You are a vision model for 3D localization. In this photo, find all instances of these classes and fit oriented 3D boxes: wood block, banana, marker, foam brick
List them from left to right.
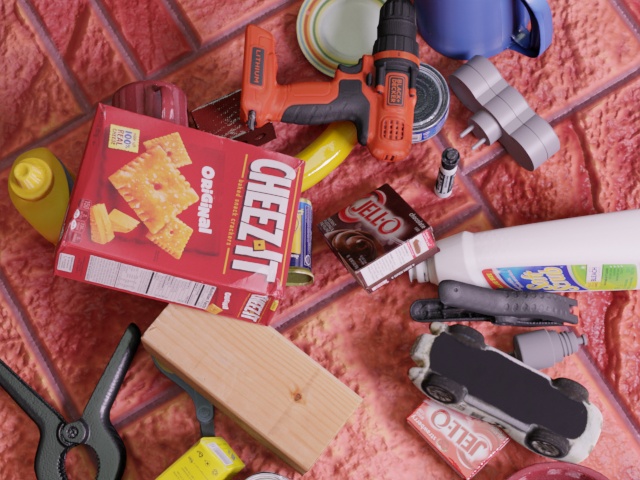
[{"bbox_3d":[-0.095,-0.126,1.161,0.078,0.053,0.051,-24,76,-2],"label":"foam brick"},{"bbox_3d":[-0.069,0.134,1.065,0.206,0.090,0.090,38,76,6],"label":"wood block"},{"bbox_3d":[-0.023,-0.089,1.156,0.197,0.037,0.070,-27,77,-4],"label":"banana"},{"bbox_3d":[0.130,-0.069,1.100,0.020,0.121,0.020,-1,76,3],"label":"marker"}]

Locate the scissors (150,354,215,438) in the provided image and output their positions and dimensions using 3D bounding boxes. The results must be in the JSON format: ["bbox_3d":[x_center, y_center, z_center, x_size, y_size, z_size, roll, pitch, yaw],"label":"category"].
[{"bbox_3d":[-0.138,0.170,1.109,0.096,0.016,0.202,6,76,3],"label":"scissors"}]

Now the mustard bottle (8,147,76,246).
[{"bbox_3d":[-0.270,-0.041,1.079,0.058,0.191,0.096,-18,76,-2],"label":"mustard bottle"}]

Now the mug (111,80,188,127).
[{"bbox_3d":[-0.178,-0.123,1.137,0.093,0.117,0.081,3,70,-21],"label":"mug"}]

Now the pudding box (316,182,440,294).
[{"bbox_3d":[0.058,-0.004,1.100,0.090,0.039,0.114,-32,37,-4],"label":"pudding box"}]

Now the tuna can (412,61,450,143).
[{"bbox_3d":[0.099,-0.152,1.167,0.086,0.034,0.086,-1,76,3],"label":"tuna can"}]

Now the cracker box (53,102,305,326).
[{"bbox_3d":[-0.132,-0.026,1.027,0.213,0.072,0.164,14,59,-10],"label":"cracker box"}]

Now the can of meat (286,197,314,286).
[{"bbox_3d":[-0.057,0.001,1.126,0.102,0.057,0.084,0,74,2],"label":"can of meat"}]

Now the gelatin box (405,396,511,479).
[{"bbox_3d":[0.143,0.188,1.082,0.073,0.030,0.089,-43,78,-7],"label":"gelatin box"}]

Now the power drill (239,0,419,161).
[{"bbox_3d":[0.011,-0.179,1.121,0.187,0.057,0.184,5,74,-3],"label":"power drill"}]

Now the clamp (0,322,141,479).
[{"bbox_3d":[-0.243,0.191,1.100,0.164,0.036,0.210,-19,78,-1],"label":"clamp"}]

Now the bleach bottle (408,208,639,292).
[{"bbox_3d":[0.217,0.020,1.095,0.251,0.102,0.068,-6,63,10],"label":"bleach bottle"}]

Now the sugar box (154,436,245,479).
[{"bbox_3d":[-0.159,0.265,1.040,0.176,0.093,0.048,-44,77,-1],"label":"sugar box"}]

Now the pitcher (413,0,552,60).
[{"bbox_3d":[0.161,-0.280,1.087,0.149,0.242,0.145,-2,79,9],"label":"pitcher"}]

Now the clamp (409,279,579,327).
[{"bbox_3d":[0.180,0.065,1.069,0.171,0.120,0.039,0,81,-1],"label":"clamp"}]
